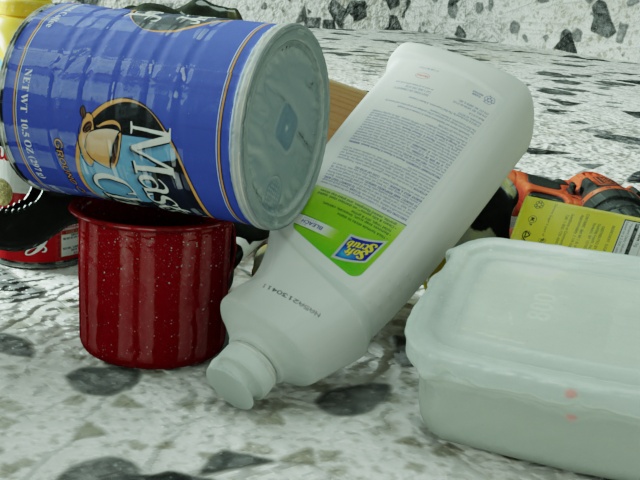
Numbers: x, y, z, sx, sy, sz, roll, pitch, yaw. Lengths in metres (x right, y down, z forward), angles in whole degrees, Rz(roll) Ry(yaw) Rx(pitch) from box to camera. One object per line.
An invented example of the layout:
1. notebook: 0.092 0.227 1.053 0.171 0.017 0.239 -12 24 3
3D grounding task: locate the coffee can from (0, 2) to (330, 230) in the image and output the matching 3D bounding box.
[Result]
1. coffee can: -0.079 -0.066 0.552 0.140 0.103 0.102 10 16 22

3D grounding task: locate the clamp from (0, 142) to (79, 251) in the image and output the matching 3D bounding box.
1. clamp: -0.167 -0.056 0.689 0.209 0.164 0.036 -4 7 -33

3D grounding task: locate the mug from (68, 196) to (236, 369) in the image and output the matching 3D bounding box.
1. mug: -0.086 0.018 0.600 0.093 0.081 0.117 12 17 27

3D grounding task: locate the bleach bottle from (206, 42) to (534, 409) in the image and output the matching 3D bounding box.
1. bleach bottle: 0.019 -0.009 0.588 0.103 0.068 0.250 23 53 28

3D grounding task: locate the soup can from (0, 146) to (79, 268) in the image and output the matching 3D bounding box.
1. soup can: -0.195 -0.039 0.743 0.068 0.102 0.068 4 15 -1
